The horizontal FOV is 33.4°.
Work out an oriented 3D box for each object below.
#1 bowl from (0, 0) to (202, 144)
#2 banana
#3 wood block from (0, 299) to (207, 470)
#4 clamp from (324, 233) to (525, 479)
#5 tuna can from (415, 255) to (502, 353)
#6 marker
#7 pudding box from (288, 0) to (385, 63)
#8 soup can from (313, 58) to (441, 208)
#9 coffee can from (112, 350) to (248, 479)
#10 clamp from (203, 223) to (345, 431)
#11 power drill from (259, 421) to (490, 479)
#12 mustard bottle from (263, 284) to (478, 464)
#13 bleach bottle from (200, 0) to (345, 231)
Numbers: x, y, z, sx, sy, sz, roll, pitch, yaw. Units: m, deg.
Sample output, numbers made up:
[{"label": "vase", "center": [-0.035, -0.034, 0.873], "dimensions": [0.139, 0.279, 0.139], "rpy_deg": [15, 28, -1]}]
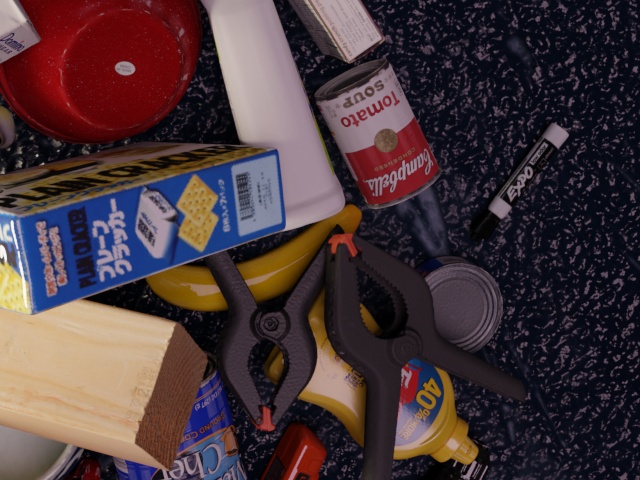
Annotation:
[{"label": "bowl", "center": [-0.152, -0.133, 0.775], "dimensions": [0.161, 0.055, 0.162], "rpy_deg": [-16, 127, -22]}, {"label": "banana", "center": [-0.057, 0.019, 0.874], "dimensions": [0.197, 0.037, 0.069], "rpy_deg": [-10, 106, -11]}, {"label": "wood block", "center": [-0.199, 0.090, 0.771], "dimensions": [0.206, 0.091, 0.090], "rpy_deg": [12, 69, 15]}, {"label": "clamp", "center": [0.071, 0.084, 0.848], "dimensions": [0.164, 0.036, 0.210], "rpy_deg": [-25, 98, -23]}, {"label": "tuna can", "center": [0.112, 0.057, 0.925], "dimensions": [0.086, 0.034, 0.086], "rpy_deg": [-3, 104, -13]}, {"label": "marker", "center": [0.170, -0.048, 0.921], "dimensions": [0.020, 0.020, 0.121], "rpy_deg": [36, 93, -19]}, {"label": "pudding box", "center": [-0.003, -0.191, 0.807], "dimensions": [0.039, 0.090, 0.113], "rpy_deg": [-37, 108, -2]}, {"label": "soup can", "center": [0.046, -0.086, 0.857], "dimensions": [0.068, 0.068, 0.102], "rpy_deg": [-29, 107, -5]}, {"label": "coffee can", "center": [-0.115, 0.173, 0.864], "dimensions": [0.102, 0.103, 0.140], "rpy_deg": [-15, 106, -9]}, {"label": "clamp", "center": [-0.050, 0.060, 0.836], "dimensions": [0.120, 0.039, 0.171], "rpy_deg": [10, 77, -1]}, {"label": "power drill", "center": [0.043, 0.231, 0.940], "dimensions": [0.187, 0.057, 0.184], "rpy_deg": [28, 90, -17]}, {"label": "mustard bottle", "center": [0.054, 0.127, 0.896], "dimensions": [0.191, 0.058, 0.096], "rpy_deg": [37, 75, -8]}, {"label": "bleach bottle", "center": [-0.050, -0.139, 0.802], "dimensions": [0.068, 0.102, 0.251], "rpy_deg": [-18, 108, -3]}]
